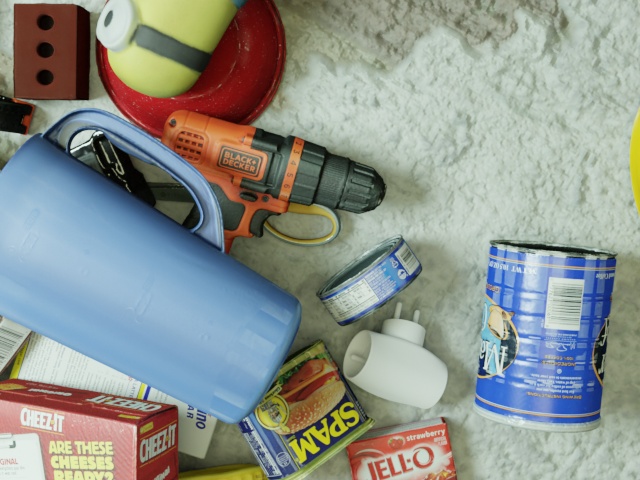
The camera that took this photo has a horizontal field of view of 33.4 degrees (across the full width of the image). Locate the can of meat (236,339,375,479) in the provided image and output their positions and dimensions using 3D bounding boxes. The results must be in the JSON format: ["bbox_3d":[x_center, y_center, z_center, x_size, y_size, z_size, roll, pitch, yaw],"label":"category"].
[{"bbox_3d":[-0.019,0.142,0.882,0.101,0.058,0.084,-31,91,-30],"label":"can of meat"}]

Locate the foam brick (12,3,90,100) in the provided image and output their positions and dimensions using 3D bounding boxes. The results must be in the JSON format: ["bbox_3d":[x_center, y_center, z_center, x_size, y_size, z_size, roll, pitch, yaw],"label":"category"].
[{"bbox_3d":[-0.220,-0.154,0.876,0.053,0.051,0.078,1,95,0],"label":"foam brick"}]

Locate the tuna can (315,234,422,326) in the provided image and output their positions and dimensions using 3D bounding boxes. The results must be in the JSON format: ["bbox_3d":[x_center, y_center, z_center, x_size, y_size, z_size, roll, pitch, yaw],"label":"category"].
[{"bbox_3d":[0.040,0.033,0.872,0.086,0.086,0.034,-35,95,3],"label":"tuna can"}]

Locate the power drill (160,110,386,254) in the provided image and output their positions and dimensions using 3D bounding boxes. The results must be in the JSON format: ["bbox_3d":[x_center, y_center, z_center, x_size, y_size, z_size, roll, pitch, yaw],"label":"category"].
[{"bbox_3d":[-0.056,0.001,0.871,0.184,0.057,0.188,17,104,-1],"label":"power drill"}]

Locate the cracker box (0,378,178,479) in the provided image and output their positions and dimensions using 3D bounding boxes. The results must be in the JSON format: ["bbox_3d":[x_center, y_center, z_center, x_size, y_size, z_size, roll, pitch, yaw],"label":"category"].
[{"bbox_3d":[-0.196,0.226,0.835,0.164,0.072,0.214,5,98,23],"label":"cracker box"}]

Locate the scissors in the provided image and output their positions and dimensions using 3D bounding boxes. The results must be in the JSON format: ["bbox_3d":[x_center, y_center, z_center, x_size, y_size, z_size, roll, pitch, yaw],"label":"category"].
[{"bbox_3d":[-0.074,-0.054,0.898,0.202,0.016,0.096,19,100,1],"label":"scissors"}]

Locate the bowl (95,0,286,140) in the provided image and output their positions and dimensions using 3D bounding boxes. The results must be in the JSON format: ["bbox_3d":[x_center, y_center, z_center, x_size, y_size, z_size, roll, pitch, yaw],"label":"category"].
[{"bbox_3d":[-0.109,-0.159,0.873,0.162,0.055,0.162,0,94,0],"label":"bowl"}]

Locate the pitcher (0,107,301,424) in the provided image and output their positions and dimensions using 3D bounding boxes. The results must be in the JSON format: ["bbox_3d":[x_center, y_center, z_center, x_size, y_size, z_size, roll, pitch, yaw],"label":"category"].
[{"bbox_3d":[-0.135,0.025,0.791,0.242,0.145,0.149,29,132,-7],"label":"pitcher"}]

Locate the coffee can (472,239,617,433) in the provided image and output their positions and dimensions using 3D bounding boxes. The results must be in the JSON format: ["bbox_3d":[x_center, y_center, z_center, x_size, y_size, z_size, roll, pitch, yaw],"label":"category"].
[{"bbox_3d":[0.181,0.074,0.865,0.103,0.103,0.140,5,95,0],"label":"coffee can"}]

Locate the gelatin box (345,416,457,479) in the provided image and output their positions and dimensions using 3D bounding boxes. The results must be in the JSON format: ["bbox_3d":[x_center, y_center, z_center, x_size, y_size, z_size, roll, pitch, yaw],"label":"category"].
[{"bbox_3d":[0.070,0.196,0.913,0.089,0.030,0.073,-11,94,1],"label":"gelatin box"}]

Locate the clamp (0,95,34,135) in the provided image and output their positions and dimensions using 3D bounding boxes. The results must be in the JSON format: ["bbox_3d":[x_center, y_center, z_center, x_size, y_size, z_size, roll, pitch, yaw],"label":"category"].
[{"bbox_3d":[-0.313,-0.119,0.848,0.120,0.171,0.039,31,100,34],"label":"clamp"}]

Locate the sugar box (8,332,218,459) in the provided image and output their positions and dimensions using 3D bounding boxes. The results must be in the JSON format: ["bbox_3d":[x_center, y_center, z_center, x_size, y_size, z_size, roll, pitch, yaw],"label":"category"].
[{"bbox_3d":[-0.165,0.111,0.902,0.176,0.048,0.093,19,95,-5],"label":"sugar box"}]
